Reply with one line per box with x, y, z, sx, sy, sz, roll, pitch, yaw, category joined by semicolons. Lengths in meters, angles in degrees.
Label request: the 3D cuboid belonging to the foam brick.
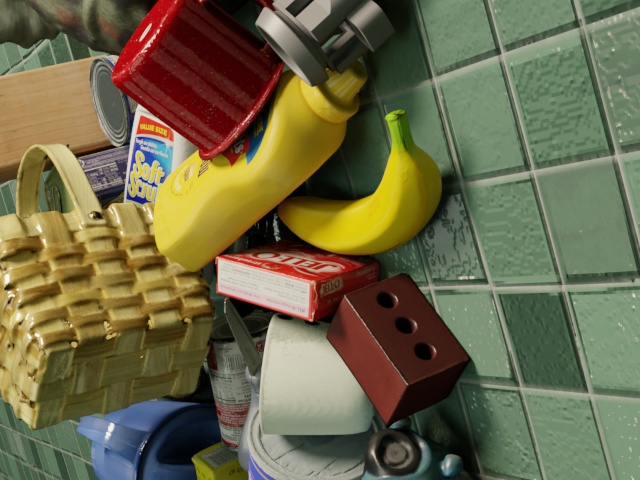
0.049;0.070;0.696;0.078;0.052;0.051;54;147;28;foam brick

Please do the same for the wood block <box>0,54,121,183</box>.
-0.304;-0.110;1.055;0.091;0.205;0.090;-17;91;61;wood block

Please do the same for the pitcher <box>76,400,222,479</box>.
-0.160;0.216;1.065;0.243;0.144;0.149;-9;101;64;pitcher

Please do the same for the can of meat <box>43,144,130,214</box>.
-0.224;-0.053;1.076;0.102;0.083;0.057;-35;75;61;can of meat

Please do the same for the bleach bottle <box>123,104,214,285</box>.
-0.129;-0.073;0.920;0.103;0.067;0.251;42;138;36;bleach bottle

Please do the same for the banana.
0.029;-0.023;0.692;0.069;0.037;0.198;65;152;4;banana

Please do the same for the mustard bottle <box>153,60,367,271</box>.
-0.038;-0.061;0.725;0.192;0.058;0.096;-37;28;36;mustard bottle

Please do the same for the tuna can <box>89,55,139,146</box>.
-0.188;-0.135;1.017;0.086;0.033;0.086;38;137;46;tuna can

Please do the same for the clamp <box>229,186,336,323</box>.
-0.034;-0.012;0.814;0.120;0.039;0.171;9;113;40;clamp

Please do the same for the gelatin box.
-0.016;0.025;0.736;0.089;0.073;0.030;13;108;37;gelatin box

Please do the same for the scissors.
-0.053;0.119;0.801;0.016;0.096;0.201;22;166;28;scissors

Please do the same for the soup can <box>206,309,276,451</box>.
-0.059;0.117;0.900;0.069;0.068;0.102;15;118;58;soup can

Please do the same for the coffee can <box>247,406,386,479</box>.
-0.005;0.196;0.812;0.103;0.102;0.140;42;140;43;coffee can

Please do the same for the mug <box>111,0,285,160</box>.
-0.074;-0.120;0.693;0.117;0.081;0.093;-41;25;29;mug
